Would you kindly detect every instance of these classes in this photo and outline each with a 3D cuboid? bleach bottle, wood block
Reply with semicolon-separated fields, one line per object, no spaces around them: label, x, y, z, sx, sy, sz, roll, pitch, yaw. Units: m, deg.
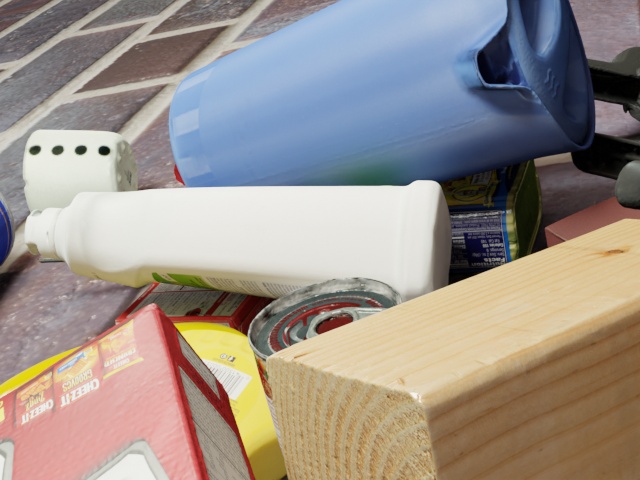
bleach bottle;-0.054;0.001;0.616;0.251;0.068;0.102;4;-15;13
wood block;0.093;0.060;0.423;0.205;0.090;0.091;-18;14;-33

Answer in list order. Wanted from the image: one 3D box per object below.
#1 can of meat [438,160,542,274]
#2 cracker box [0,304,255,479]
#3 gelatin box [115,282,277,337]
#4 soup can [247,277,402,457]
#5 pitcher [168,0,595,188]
can of meat;0.093;-0.018;0.686;0.084;0.057;0.102;-3;27;22
cracker box;-0.088;0.143;0.340;0.164;0.072;0.214;-31;39;4
gelatin box;-0.074;0.044;0.684;0.089;0.030;0.073;-3;26;25
soup can;0.014;0.077;0.474;0.068;0.102;0.068;-13;24;6
pitcher;0.036;-0.089;0.652;0.243;0.149;0.145;-16;58;29
